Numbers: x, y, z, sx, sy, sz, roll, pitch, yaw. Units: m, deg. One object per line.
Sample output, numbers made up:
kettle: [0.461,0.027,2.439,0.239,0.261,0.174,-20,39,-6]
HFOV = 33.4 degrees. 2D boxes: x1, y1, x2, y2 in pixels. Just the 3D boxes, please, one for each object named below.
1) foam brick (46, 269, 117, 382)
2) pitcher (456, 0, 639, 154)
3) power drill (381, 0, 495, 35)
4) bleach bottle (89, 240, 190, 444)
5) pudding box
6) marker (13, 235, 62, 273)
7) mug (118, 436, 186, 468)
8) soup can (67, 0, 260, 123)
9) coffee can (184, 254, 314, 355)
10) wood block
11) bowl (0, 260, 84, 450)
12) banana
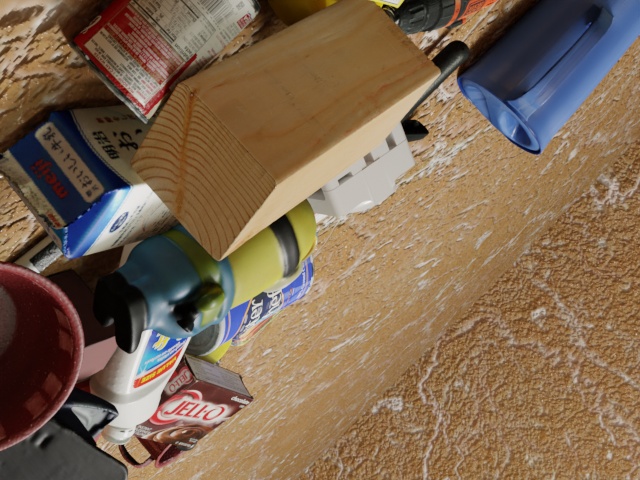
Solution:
foam brick: [-0.211,0.072,0.888,0.051,0.078,0.053,-19,151,-54]
pitcher: [0.291,-0.229,1.260,0.243,0.149,0.144,-47,140,-1]
power drill: [0.137,-0.263,0.926,0.184,0.057,0.188,-33,165,-46]
bleach bottle: [-0.144,0.068,0.939,0.102,0.068,0.251,-18,133,-56]
pudding box: [-0.132,0.158,1.043,0.090,0.039,0.113,-37,152,12]
marker: [-0.189,-0.011,0.832,0.121,0.020,0.020,-41,164,-11]
mug: [-0.200,0.227,1.312,0.117,0.081,0.093,-45,165,4]
soup can: [-0.096,-0.132,0.660,0.102,0.068,0.068,-44,165,0]
coffee can: [-0.089,0.040,1.063,0.140,0.103,0.103,-28,158,-45]
wood block: [-0.019,-0.086,0.735,0.205,0.090,0.091,-38,173,-45]
bowl: [-0.252,0.074,0.752,0.161,0.055,0.162,-14,122,-23]
banana: [0.001,-0.189,0.824,0.197,0.037,0.070,-18,130,-61]
